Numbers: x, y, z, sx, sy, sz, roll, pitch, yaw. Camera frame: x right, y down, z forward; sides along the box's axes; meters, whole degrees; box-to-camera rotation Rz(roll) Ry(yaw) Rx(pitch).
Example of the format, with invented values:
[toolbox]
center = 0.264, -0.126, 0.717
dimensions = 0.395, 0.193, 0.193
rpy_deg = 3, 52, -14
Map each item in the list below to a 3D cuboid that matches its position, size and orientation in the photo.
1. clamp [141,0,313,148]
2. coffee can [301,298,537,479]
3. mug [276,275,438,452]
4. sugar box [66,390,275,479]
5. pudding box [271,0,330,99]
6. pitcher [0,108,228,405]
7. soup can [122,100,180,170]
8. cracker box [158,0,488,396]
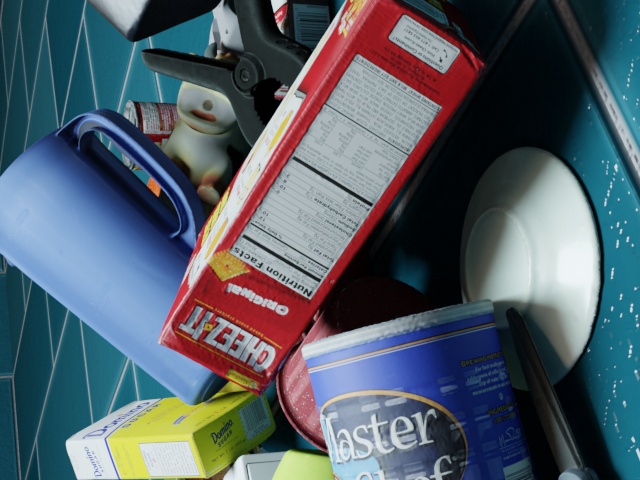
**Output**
[clamp]
center = -0.044, -0.137, 0.801
dimensions = 0.210, 0.036, 0.165
rpy_deg = 46, 130, 20
[coffee can]
center = 0.056, 0.110, 0.548
dimensions = 0.103, 0.102, 0.140
rpy_deg = -30, 73, 65
[mug]
center = 0.023, 0.067, 0.665
dimensions = 0.117, 0.093, 0.082
rpy_deg = 52, 138, 21
[sugar box]
center = -0.133, 0.169, 0.927
dimensions = 0.177, 0.093, 0.048
rpy_deg = -9, 101, 40
[pudding box]
center = -0.026, -0.181, 0.860
dimensions = 0.090, 0.039, 0.113
rpy_deg = 151, 118, -65
[pitcher]
center = -0.155, 0.016, 0.896
dimensions = 0.243, 0.145, 0.149
rpy_deg = 40, 164, 9
[soup can]
center = -0.139, -0.102, 1.050
dimensions = 0.069, 0.102, 0.068
rpy_deg = 180, 90, -68
[cracker box]
center = 0.002, -0.042, 0.593
dimensions = 0.214, 0.072, 0.164
rpy_deg = -57, 9, 18
